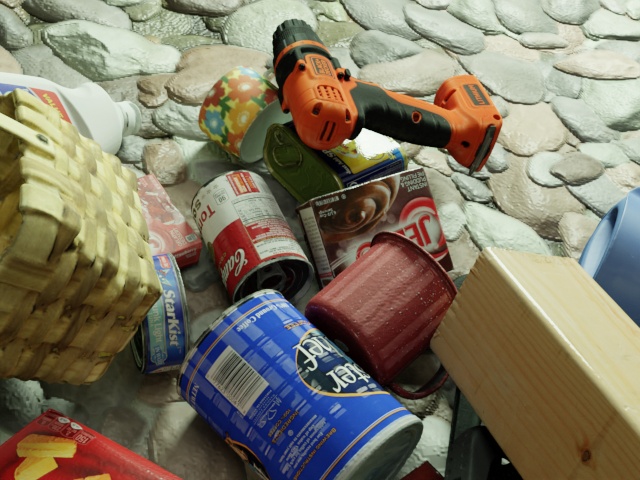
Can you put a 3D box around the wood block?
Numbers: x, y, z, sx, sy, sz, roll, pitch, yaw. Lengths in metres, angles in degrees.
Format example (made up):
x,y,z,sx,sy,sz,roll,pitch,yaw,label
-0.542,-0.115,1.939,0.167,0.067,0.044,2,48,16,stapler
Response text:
x,y,z,sx,sy,sz,roll,pitch,yaw,label
0.167,0.103,0.676,0.090,0.091,0.206,7,32,-32,wood block

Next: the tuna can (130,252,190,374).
x,y,z,sx,sy,sz,roll,pitch,yaw,label
-0.120,0.053,0.775,0.033,0.086,0.086,-7,51,-18,tuna can

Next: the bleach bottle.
x,y,z,sx,sy,sz,roll,pitch,yaw,label
-0.258,-0.097,0.862,0.250,0.068,0.102,-13,82,-44,bleach bottle

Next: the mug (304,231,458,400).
x,y,z,sx,sy,sz,roll,pitch,yaw,label
0.049,0.063,0.773,0.081,0.093,0.117,-39,101,-23,mug

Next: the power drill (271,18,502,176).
x,y,z,sx,sy,sz,roll,pitch,yaw,label
0.051,-0.126,0.925,0.187,0.057,0.184,8,35,-18,power drill

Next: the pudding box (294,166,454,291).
x,y,z,sx,sy,sz,roll,pitch,yaw,label
0.045,-0.002,0.867,0.113,0.039,0.090,-18,90,-24,pudding box

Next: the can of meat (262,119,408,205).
x,y,z,sx,sy,sz,roll,pitch,yaw,label
0.014,-0.071,0.939,0.083,0.057,0.102,-26,59,-34,can of meat

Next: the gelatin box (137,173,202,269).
x,y,z,sx,sy,sz,roll,pitch,yaw,label
-0.148,-0.008,0.862,0.073,0.030,0.089,-21,56,-28,gelatin box

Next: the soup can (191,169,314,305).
x,y,z,sx,sy,sz,roll,pitch,yaw,label
-0.056,0.001,0.849,0.068,0.069,0.102,-12,52,-23,soup can

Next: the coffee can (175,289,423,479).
x,y,z,sx,sy,sz,roll,pitch,yaw,label
-0.015,0.116,0.730,0.102,0.103,0.140,-33,62,-34,coffee can

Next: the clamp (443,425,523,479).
x,y,z,sx,sy,sz,roll,pitch,yaw,label
0.139,0.163,0.724,0.120,0.039,0.171,48,36,8,clamp
